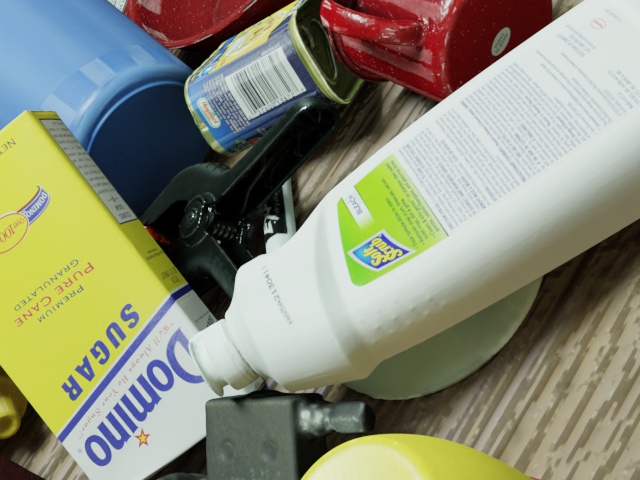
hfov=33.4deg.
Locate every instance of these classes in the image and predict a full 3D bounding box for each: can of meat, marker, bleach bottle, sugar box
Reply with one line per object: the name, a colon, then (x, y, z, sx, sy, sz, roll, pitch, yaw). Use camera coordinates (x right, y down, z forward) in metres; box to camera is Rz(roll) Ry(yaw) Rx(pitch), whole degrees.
can of meat: (-0.022, -0.099, 0.614, 0.084, 0.057, 0.102, -24, 20, 27)
marker: (-0.023, -0.012, 0.590, 0.020, 0.020, 0.121, -27, 44, 20)
bleach bottle: (0.053, -0.014, 0.466, 0.251, 0.068, 0.103, -32, 43, 4)
sugar box: (-0.118, 0.032, 0.528, 0.093, 0.176, 0.048, -38, -2, 9)

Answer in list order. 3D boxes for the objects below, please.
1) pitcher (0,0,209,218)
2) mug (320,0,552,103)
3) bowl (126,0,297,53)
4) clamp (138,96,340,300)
pitcher: (-0.182, -0.105, 0.701, 0.243, 0.149, 0.145, 38, 85, 33)
mug: (0.055, -0.114, 0.543, 0.082, 0.117, 0.093, 33, 121, 44)
bowl: (-0.055, -0.184, 0.722, 0.162, 0.055, 0.162, -21, 53, 29)
clamp: (-0.054, 0.001, 0.573, 0.172, 0.039, 0.120, -23, 48, 50)
